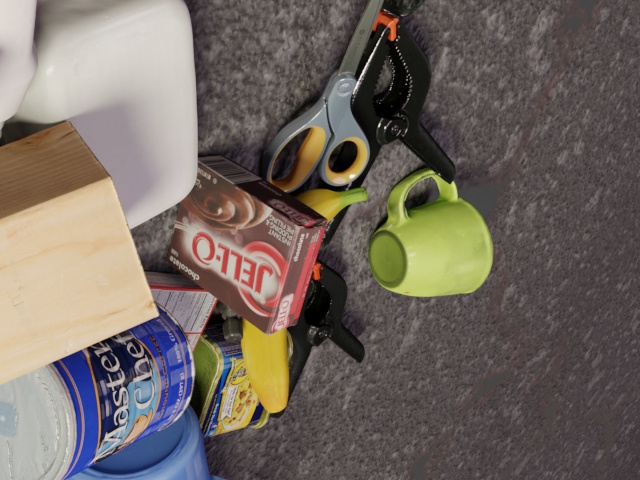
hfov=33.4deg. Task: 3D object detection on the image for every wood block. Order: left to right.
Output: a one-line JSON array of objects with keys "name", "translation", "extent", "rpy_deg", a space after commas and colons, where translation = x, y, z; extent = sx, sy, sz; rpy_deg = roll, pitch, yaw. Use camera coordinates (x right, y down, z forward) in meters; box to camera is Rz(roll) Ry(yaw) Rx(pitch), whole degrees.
[{"name": "wood block", "translation": [-0.202, 0.027, 0.550], "extent": [0.205, 0.091, 0.090], "rpy_deg": [-23, 123, -16]}]

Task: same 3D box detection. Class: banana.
[{"name": "banana", "translation": [-0.028, 0.036, 0.855], "extent": [0.198, 0.070, 0.037], "rpy_deg": [-69, 154, -11]}]

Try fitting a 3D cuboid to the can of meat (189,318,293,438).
[{"name": "can of meat", "translation": [-0.081, 0.115, 0.894], "extent": [0.083, 0.058, 0.102], "rpy_deg": [-7, 124, -49]}]

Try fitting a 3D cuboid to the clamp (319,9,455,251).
[{"name": "clamp", "translation": [0.044, -0.092, 0.891], "extent": [0.164, 0.036, 0.210], "rpy_deg": [-33, 139, -21]}]

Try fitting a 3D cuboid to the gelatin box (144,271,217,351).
[{"name": "gelatin box", "translation": [-0.125, 0.061, 0.811], "extent": [0.089, 0.030, 0.073], "rpy_deg": [7, 112, -55]}]

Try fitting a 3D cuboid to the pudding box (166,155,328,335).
[{"name": "pudding box", "translation": [-0.055, 0.001, 0.769], "extent": [0.039, 0.114, 0.090], "rpy_deg": [-14, 129, -47]}]

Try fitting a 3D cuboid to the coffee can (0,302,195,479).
[{"name": "coffee can", "translation": [-0.161, 0.097, 0.696], "extent": [0.140, 0.103, 0.103], "rpy_deg": [-18, 134, -64]}]

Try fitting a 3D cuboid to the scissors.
[{"name": "scissors", "translation": [0.027, -0.109, 0.809], "extent": [0.096, 0.016, 0.202], "rpy_deg": [13, 127, -39]}]

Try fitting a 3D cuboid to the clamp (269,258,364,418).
[{"name": "clamp", "translation": [-0.001, 0.077, 0.982], "extent": [0.120, 0.039, 0.171], "rpy_deg": [-28, 139, -39]}]
